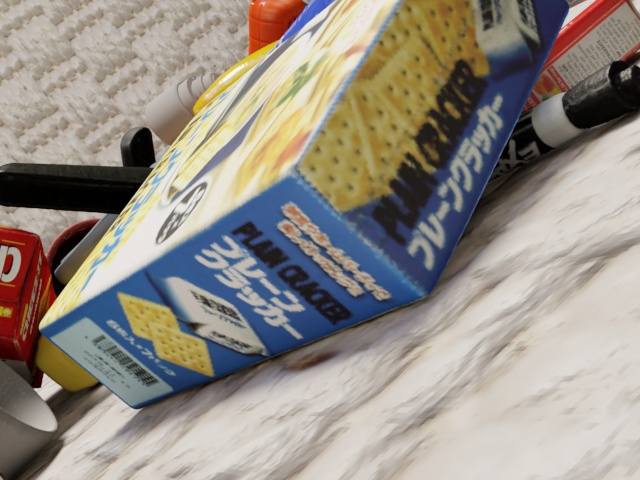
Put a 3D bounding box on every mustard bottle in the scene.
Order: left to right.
[{"bbox_3d":[-0.146,0.045,0.744,0.096,0.058,0.192,-51,8,-3],"label":"mustard bottle"}]

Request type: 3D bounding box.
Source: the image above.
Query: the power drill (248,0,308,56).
[{"bbox_3d":[0.006,-0.144,0.934,0.057,0.184,0.187,23,38,29],"label":"power drill"}]

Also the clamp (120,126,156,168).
[{"bbox_3d":[-0.115,0.002,0.804,0.039,0.120,0.172,-38,-14,-36],"label":"clamp"}]

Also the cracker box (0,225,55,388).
[{"bbox_3d":[-0.256,0.036,0.671,0.214,0.164,0.072,125,154,-71],"label":"cracker box"}]

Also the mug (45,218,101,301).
[{"bbox_3d":[-0.183,0.034,0.916,0.117,0.093,0.082,-6,-10,-22],"label":"mug"}]

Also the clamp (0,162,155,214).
[{"bbox_3d":[-0.059,-0.013,0.607,0.209,0.165,0.036,-19,-39,-33],"label":"clamp"}]

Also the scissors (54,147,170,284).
[{"bbox_3d":[-0.110,-0.039,0.694,0.202,0.016,0.096,-43,10,23],"label":"scissors"}]
